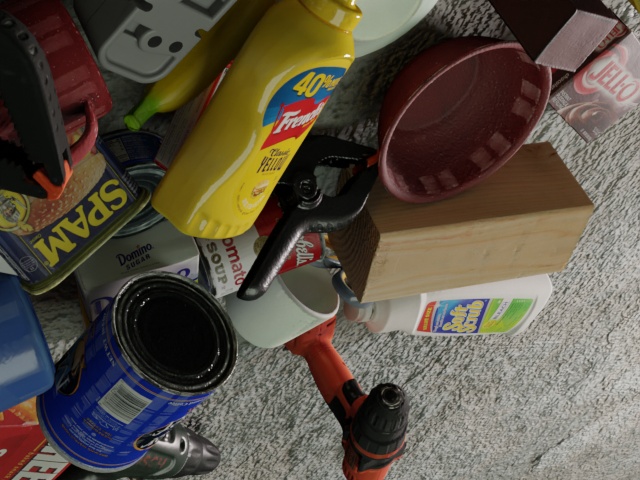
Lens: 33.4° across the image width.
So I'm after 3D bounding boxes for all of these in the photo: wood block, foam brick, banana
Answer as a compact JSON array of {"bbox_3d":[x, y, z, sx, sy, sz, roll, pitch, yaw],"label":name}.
[{"bbox_3d":[0.121,-0.018,0.950,0.205,0.091,0.090,-8,138,-20],"label":"wood block"},{"bbox_3d":[0.170,-0.173,0.795,0.052,0.078,0.051,2,139,-40],"label":"foam brick"},{"bbox_3d":[-0.050,-0.146,0.663,0.037,0.069,0.198,35,110,-14],"label":"banana"}]

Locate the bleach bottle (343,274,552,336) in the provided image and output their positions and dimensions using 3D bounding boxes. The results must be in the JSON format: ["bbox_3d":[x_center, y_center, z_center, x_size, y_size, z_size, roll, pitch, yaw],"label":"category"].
[{"bbox_3d":[0.131,0.068,1.159,0.250,0.068,0.103,-4,142,-34],"label":"bleach bottle"}]

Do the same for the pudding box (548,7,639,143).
[{"bbox_3d":[0.246,-0.144,0.947,0.090,0.039,0.113,-39,150,17],"label":"pudding box"}]

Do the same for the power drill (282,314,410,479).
[{"bbox_3d":[0.023,0.132,1.036,0.057,0.188,0.184,-16,150,-19],"label":"power drill"}]

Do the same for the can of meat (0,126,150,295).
[{"bbox_3d":[-0.175,-0.031,0.687,0.102,0.058,0.084,-44,116,-18],"label":"can of meat"}]

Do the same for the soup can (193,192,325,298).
[{"bbox_3d":[-0.056,0.001,0.881,0.102,0.068,0.068,-20,150,-16],"label":"soup can"}]

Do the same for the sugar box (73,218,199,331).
[{"bbox_3d":[-0.150,0.049,0.878,0.093,0.048,0.176,-18,158,-15],"label":"sugar box"}]

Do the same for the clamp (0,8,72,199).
[{"bbox_3d":[-0.211,-0.094,0.528,0.165,0.036,0.210,-31,112,15],"label":"clamp"}]

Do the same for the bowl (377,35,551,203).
[{"bbox_3d":[0.103,-0.107,0.853,0.162,0.055,0.162,-23,145,-17],"label":"bowl"}]

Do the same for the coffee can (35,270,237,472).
[{"bbox_3d":[-0.142,0.102,0.813,0.102,0.103,0.141,0,148,-41],"label":"coffee can"}]

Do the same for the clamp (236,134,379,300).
[{"bbox_3d":[-0.019,-0.026,0.835,0.171,0.120,0.039,-15,-179,-27],"label":"clamp"}]

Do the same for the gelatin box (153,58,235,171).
[{"bbox_3d":[-0.067,-0.083,0.751,0.073,0.030,0.089,10,110,-49],"label":"gelatin box"}]

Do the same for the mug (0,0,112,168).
[{"bbox_3d":[-0.167,-0.084,0.605,0.081,0.117,0.093,-29,151,-10],"label":"mug"}]

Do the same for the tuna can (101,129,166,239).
[{"bbox_3d":[-0.143,-0.039,0.777,0.086,0.034,0.086,-22,150,-13],"label":"tuna can"}]

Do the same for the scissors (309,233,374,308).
[{"bbox_3d":[0.056,0.033,1.012,0.201,0.096,0.016,13,126,-46],"label":"scissors"}]

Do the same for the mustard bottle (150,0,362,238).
[{"bbox_3d":[-0.030,-0.091,0.677,0.192,0.058,0.096,-56,161,21],"label":"mustard bottle"}]
